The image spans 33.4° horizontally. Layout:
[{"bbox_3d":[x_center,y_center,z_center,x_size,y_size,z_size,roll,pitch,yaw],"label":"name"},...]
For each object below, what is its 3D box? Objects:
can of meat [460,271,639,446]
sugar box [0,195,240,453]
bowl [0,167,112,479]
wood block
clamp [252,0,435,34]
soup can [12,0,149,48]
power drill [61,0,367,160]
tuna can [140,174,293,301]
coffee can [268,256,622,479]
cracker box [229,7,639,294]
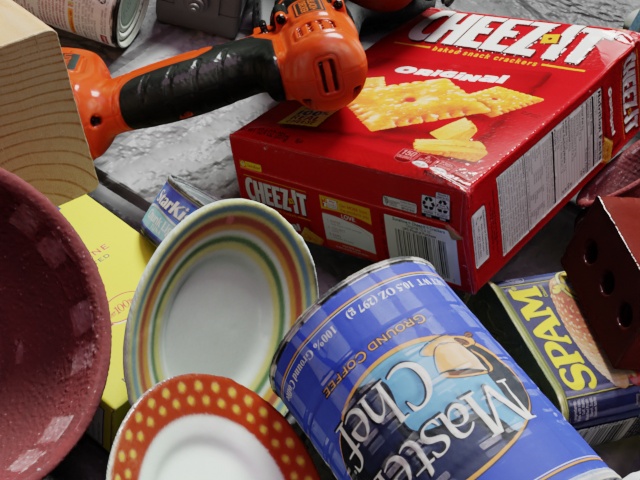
[{"bbox_3d":[0.134,0.064,0.579,0.083,0.057,0.102,-7,49,-24],"label":"can of meat"},{"bbox_3d":[-0.138,0.023,0.560,0.176,0.048,0.093,35,49,18],"label":"sugar box"},{"bbox_3d":[-0.176,0.043,0.461,0.161,0.055,0.162,12,65,-28],"label":"bowl"},{"bbox_3d":[-0.211,-0.088,0.571,0.090,0.091,0.206,-26,39,-25],"label":"wood block"},{"bbox_3d":[-0.003,-0.182,0.795,0.120,0.039,0.171,36,45,21],"label":"clamp"},{"bbox_3d":[-0.174,-0.178,0.730,0.102,0.069,0.068,18,45,4],"label":"soup can"},{"bbox_3d":[-0.070,-0.108,0.645,0.187,0.057,0.184,-16,23,1],"label":"power drill"},{"bbox_3d":[-0.054,0.001,0.577,0.086,0.034,0.086,32,4,-3],"label":"tuna can"},{"bbox_3d":[0.055,0.092,0.500,0.102,0.103,0.140,-20,54,-29],"label":"coffee can"},{"bbox_3d":[0.077,-0.069,0.647,0.164,0.072,0.213,17,41,36],"label":"cracker box"}]
